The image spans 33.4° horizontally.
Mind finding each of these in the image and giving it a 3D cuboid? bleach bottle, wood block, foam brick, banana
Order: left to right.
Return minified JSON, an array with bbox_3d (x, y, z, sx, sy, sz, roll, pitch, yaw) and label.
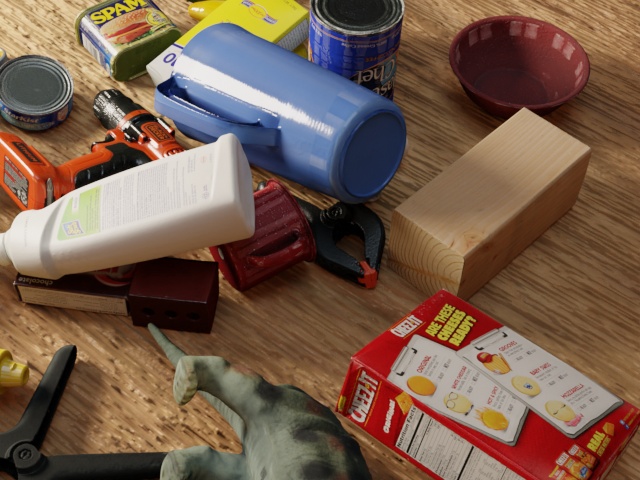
[{"bbox_3d":[-0.190,-0.023,0.997,0.251,0.068,0.102,-13,48,8],"label":"bleach bottle"},{"bbox_3d":[-0.138,0.051,1.020,0.078,0.053,0.051,5,50,3],"label":"foam brick"},{"bbox_3d":[-0.075,-0.245,1.280,0.069,0.037,0.198,-32,58,-28],"label":"banana"},{"bbox_3d":[0.171,-0.034,1.081,0.091,0.090,0.205,37,58,25],"label":"wood block"}]

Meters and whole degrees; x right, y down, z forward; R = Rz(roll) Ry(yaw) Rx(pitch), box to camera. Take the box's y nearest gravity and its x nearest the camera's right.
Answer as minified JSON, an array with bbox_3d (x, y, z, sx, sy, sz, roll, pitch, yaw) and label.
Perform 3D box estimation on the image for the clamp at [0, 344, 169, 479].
[{"bbox_3d":[-0.238,0.194,0.906,0.165,0.036,0.209,34,53,24],"label":"clamp"}]

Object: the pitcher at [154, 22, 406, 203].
[{"bbox_3d":[-0.041,-0.125,1.081,0.243,0.145,0.149,28,74,37],"label":"pitcher"}]

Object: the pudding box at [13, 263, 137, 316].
[{"bbox_3d":[-0.232,0.023,1.047,0.113,0.039,0.090,5,51,3],"label":"pudding box"}]

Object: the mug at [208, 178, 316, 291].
[{"bbox_3d":[-0.057,0.001,1.035,0.081,0.093,0.117,-28,27,-18],"label":"mug"}]

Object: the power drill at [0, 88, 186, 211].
[{"bbox_3d":[-0.241,-0.094,1.109,0.187,0.057,0.185,-19,45,-35],"label":"power drill"}]

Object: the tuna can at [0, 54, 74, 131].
[{"bbox_3d":[-0.320,-0.164,1.193,0.086,0.034,0.086,6,58,-11],"label":"tuna can"}]

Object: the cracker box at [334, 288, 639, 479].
[{"bbox_3d":[0.145,0.147,0.913,0.214,0.072,0.163,31,34,22],"label":"cracker box"}]

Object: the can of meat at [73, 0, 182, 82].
[{"bbox_3d":[-0.224,-0.241,1.258,0.102,0.057,0.084,-30,60,-24],"label":"can of meat"}]

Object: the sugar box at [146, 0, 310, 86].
[{"bbox_3d":[-0.103,-0.220,1.225,0.176,0.048,0.093,-42,62,-15],"label":"sugar box"}]

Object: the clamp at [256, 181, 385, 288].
[{"bbox_3d":[0.006,-0.020,1.096,0.120,0.039,0.171,-21,54,3],"label":"clamp"}]

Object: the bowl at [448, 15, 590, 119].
[{"bbox_3d":[0.226,-0.190,1.236,0.162,0.055,0.162,1,50,-2],"label":"bowl"}]

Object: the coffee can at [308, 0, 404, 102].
[{"bbox_3d":[0.036,-0.207,1.186,0.103,0.140,0.103,1,50,-2],"label":"coffee can"}]
